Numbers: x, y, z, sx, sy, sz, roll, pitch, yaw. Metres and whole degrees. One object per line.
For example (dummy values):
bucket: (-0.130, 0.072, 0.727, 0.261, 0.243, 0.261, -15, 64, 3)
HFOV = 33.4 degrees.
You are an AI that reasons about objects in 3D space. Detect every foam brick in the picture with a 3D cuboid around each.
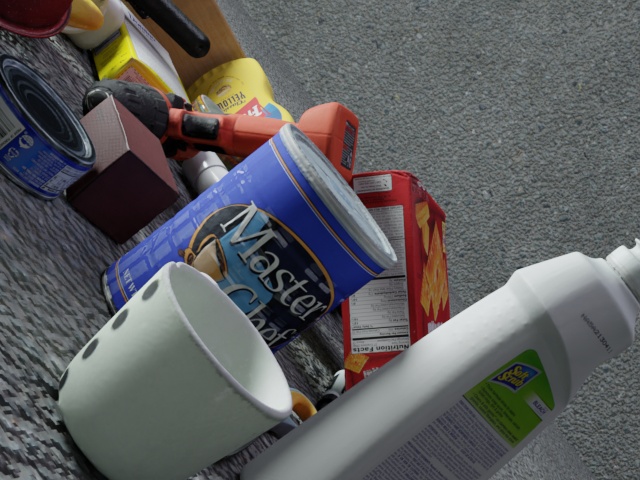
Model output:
foam brick: (-0.132, -0.046, 0.691, 0.051, 0.053, 0.078, 46, 11, -38)

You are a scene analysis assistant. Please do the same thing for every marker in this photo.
marker: (0.013, 0.125, 0.869, 0.020, 0.020, 0.121, 53, 9, 2)

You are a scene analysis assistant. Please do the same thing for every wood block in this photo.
wood block: (-0.165, -0.259, 1.150, 0.206, 0.090, 0.091, 59, 1, -45)

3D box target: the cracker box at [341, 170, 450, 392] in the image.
cracker box: (0.071, 0.062, 0.920, 0.164, 0.072, 0.214, 35, 50, -69)

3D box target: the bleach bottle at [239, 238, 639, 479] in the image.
bleach bottle: (0.081, 0.090, 0.584, 0.102, 0.251, 0.068, 45, 11, -39)

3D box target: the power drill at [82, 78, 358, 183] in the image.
power drill: (-0.072, -0.087, 0.825, 0.188, 0.057, 0.184, 9, 2, 13)

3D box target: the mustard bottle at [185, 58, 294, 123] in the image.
mustard bottle: (-0.075, -0.109, 1.112, 0.192, 0.096, 0.058, 61, -2, 41)

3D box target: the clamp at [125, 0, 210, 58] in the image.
clamp: (-0.170, -0.236, 0.995, 0.120, 0.039, 0.171, 34, -4, 31)

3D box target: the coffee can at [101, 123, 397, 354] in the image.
coffee can: (-0.041, 0.014, 0.624, 0.103, 0.140, 0.103, 51, 9, -11)

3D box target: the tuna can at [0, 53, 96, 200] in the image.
tuna can: (-0.172, -0.067, 0.627, 0.086, 0.034, 0.086, 51, 8, -11)

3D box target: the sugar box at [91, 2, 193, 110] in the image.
sugar box: (-0.170, -0.159, 0.992, 0.093, 0.048, 0.176, 47, 6, -34)
